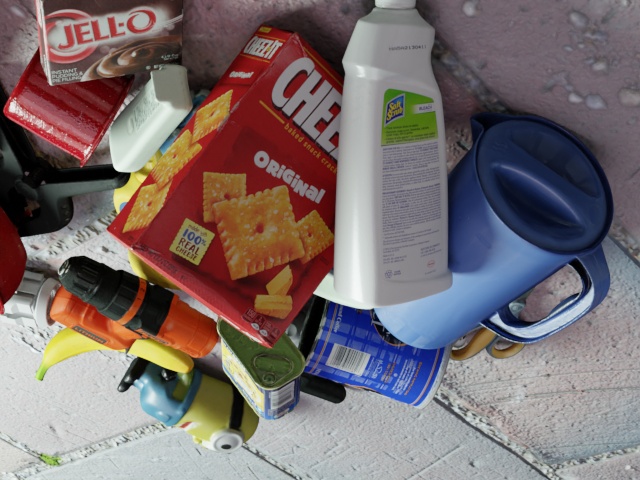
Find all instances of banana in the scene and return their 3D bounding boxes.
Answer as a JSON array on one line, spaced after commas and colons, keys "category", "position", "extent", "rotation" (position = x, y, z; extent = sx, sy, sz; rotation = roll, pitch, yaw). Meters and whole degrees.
[{"category": "banana", "position": [-0.247, 0.127, 1.273], "extent": [0.198, 0.037, 0.069], "rotation": [-4, 97, 11]}]

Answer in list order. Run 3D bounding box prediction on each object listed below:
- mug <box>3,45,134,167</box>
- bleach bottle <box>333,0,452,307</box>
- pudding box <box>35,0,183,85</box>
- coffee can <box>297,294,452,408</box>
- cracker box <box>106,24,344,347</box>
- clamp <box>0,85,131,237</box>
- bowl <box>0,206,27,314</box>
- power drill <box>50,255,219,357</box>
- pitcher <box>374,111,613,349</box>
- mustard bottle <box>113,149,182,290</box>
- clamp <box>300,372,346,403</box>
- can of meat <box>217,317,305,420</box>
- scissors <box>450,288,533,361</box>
[{"category": "mug", "position": [-0.211, -0.132, 0.914], "extent": [0.081, 0.093, 0.117], "rotation": [30, 108, -16]}, {"category": "bleach bottle", "position": [0.061, -0.078, 0.846], "extent": [0.068, 0.102, 0.251], "rotation": [22, 117, 48]}, {"category": "pudding box", "position": [-0.166, -0.173, 0.843], "extent": [0.113, 0.039, 0.090], "rotation": [-13, 148, -17]}, {"category": "coffee can", "position": [0.056, 0.110, 1.133], "extent": [0.140, 0.102, 0.103], "rotation": [18, 142, -9]}, {"category": "cracker box", "position": [-0.044, -0.041, 0.878], "extent": [0.164, 0.213, 0.072], "rotation": [40, 174, -33]}, {"category": "clamp", "position": [-0.284, -0.069, 1.040], "extent": [0.164, 0.036, 0.210], "rotation": [39, 143, -9]}, {"category": "bowl", "position": [-0.350, -0.004, 1.097], "extent": [0.162, 0.055, 0.162], "rotation": [43, 154, 26]}, {"category": "power drill", "position": [-0.222, 0.073, 1.144], "extent": [0.184, 0.057, 0.188], "rotation": [33, 160, -27]}, {"category": "pitcher", "position": [0.146, 0.014, 0.957], "extent": [0.145, 0.149, 0.243], "rotation": [18, 146, -14]}, {"category": "mustard bottle", "position": [-0.151, -0.028, 1.047], "extent": [0.096, 0.058, 0.192], "rotation": [10, 143, 10]}, {"category": "clamp", "position": [-0.031, 0.161, 1.258], "extent": [0.120, 0.039, 0.171], "rotation": [-1, 160, 3]}, {"category": "can of meat", "position": [-0.062, 0.128, 1.108], "extent": [0.057, 0.102, 0.084], "rotation": [-29, 151, -21]}, {"category": "scissors", "position": [0.213, 0.073, 1.114], "extent": [0.096, 0.016, 0.202], "rotation": [18, 135, -33]}]
